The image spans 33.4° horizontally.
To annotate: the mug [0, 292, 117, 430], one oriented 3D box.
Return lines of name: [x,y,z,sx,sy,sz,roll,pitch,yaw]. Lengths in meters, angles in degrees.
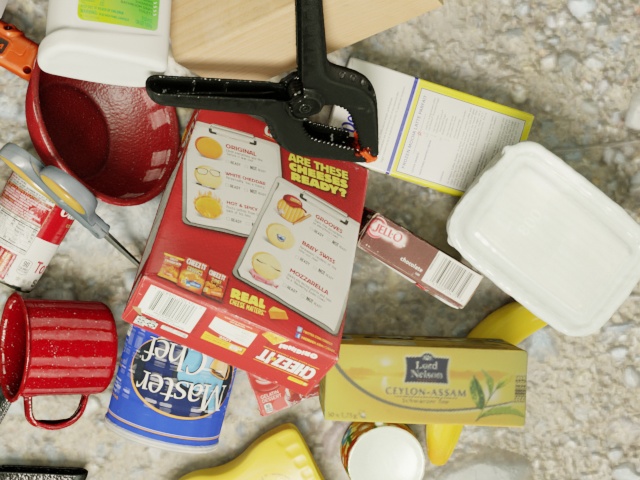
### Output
mug: [-0.226,0.104,0.919,0.081,0.093,0.117,4,83,-31]

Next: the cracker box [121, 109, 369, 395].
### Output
cracker box: [-0.056,0.001,0.881,0.164,0.213,0.072,24,135,-14]

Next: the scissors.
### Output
scissors: [-0.181,-0.013,0.882,0.201,0.096,0.016,44,72,-35]

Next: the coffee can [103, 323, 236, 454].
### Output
coffee can: [-0.122,0.102,0.931,0.102,0.103,0.140,14,92,-6]

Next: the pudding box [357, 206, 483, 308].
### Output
pudding box: [0.081,0.013,0.953,0.113,0.090,0.039,33,92,-8]

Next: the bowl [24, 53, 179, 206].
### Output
bowl: [-0.196,-0.101,0.910,0.055,0.161,0.162,-16,96,36]

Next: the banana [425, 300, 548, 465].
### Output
banana: [0.154,0.119,0.993,0.069,0.037,0.198,44,89,-4]

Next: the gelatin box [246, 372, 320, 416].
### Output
gelatin box: [-0.025,0.111,0.978,0.089,0.030,0.073,-19,95,-4]

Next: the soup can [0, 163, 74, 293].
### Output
soup can: [-0.256,-0.014,0.929,0.068,0.068,0.102,31,90,-7]

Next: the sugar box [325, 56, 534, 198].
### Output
sugar box: [0.094,-0.096,0.971,0.176,0.048,0.093,18,92,-3]

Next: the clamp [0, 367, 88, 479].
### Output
clamp: [-0.297,0.207,0.953,0.171,0.039,0.120,-37,89,0]

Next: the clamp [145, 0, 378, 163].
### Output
clamp: [-0.027,-0.116,0.865,0.165,0.036,0.209,-27,141,18]

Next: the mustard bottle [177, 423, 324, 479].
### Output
mustard bottle: [-0.088,0.249,0.966,0.191,0.058,0.096,-27,94,-3]

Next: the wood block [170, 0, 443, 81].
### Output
wood block: [-0.018,-0.207,0.874,0.206,0.090,0.090,-19,69,26]

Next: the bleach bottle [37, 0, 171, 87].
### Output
bleach bottle: [-0.169,-0.255,0.863,0.102,0.068,0.251,6,76,-28]
